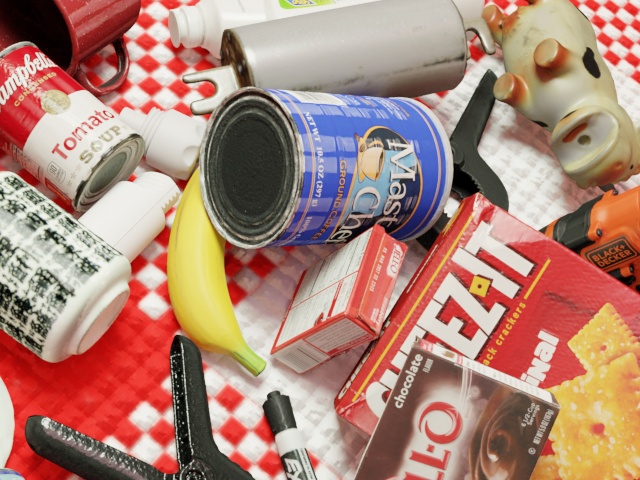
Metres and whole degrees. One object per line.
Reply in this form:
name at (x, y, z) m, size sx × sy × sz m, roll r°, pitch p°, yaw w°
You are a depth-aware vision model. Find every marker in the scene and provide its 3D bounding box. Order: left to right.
marker at (-0.011, 0.148, 0.654) m, size 0.020 × 0.020 × 0.121 m, roll -9°, pitch 61°, yaw -25°

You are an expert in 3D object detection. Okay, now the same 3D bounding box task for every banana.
banana at (-0.069, -0.002, 0.725) m, size 0.069 × 0.037 × 0.198 m, roll 23°, pitch 52°, yaw -31°

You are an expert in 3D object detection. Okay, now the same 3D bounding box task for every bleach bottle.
bleach bottle at (0.000, -0.188, 0.853) m, size 0.250 × 0.068 × 0.103 m, roll -11°, pitch 43°, yaw -21°

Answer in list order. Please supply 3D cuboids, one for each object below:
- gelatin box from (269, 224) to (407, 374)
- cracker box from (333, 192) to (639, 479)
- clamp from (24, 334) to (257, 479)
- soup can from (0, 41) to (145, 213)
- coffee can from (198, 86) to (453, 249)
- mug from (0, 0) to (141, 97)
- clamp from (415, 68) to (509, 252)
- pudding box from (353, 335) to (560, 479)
gelatin box at (0.012, 0.040, 0.689) m, size 0.030 × 0.089 × 0.073 m, roll 36°, pitch 51°, yaw -19°
cracker box at (0.140, 0.095, 0.666) m, size 0.213 × 0.072 × 0.164 m, roll 33°, pitch 88°, yaw 2°
clamp at (-0.089, 0.143, 0.616) m, size 0.120 × 0.039 × 0.171 m, roll -21°, pitch 67°, yaw -29°
soup can at (-0.176, -0.074, 0.711) m, size 0.102 × 0.069 × 0.068 m, roll 40°, pitch 54°, yaw 7°
coffee can at (0.005, -0.048, 0.714) m, size 0.140 × 0.103 × 0.103 m, roll -3°, pitch 57°, yaw -43°
mug at (-0.176, -0.159, 0.763) m, size 0.081 × 0.093 × 0.117 m, roll -47°, pitch 112°, yaw -41°
clamp at (0.098, -0.062, 0.822) m, size 0.164 × 0.036 × 0.210 m, roll -8°, pitch 57°, yaw -24°
pudding box at (0.073, 0.123, 0.611) m, size 0.090 × 0.039 × 0.113 m, roll 22°, pitch 96°, yaw 4°
